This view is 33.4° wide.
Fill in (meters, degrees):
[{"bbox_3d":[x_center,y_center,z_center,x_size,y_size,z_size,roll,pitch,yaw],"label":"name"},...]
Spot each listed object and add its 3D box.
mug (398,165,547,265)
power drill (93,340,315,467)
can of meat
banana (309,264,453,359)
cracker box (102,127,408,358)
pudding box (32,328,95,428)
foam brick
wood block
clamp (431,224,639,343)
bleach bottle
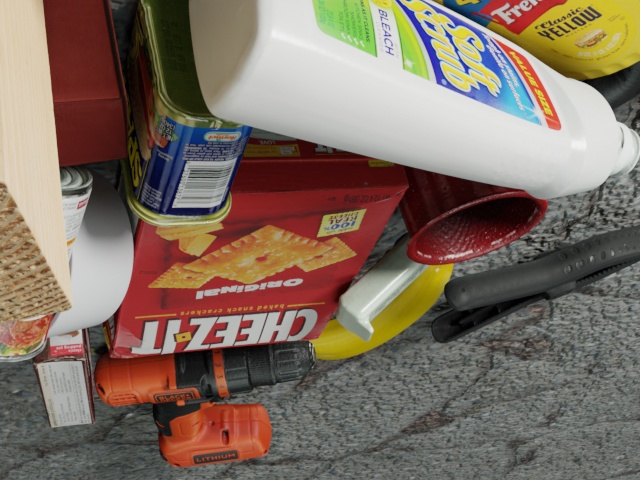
[{"bbox_3d":[0.097,-0.041,0.690,0.117,0.081,0.093,-1,152,-33],"label":"mug"},{"bbox_3d":[-0.090,0.138,0.943,0.184,0.057,0.187,-5,148,2],"label":"power drill"},{"bbox_3d":[-0.071,-0.072,0.556,0.057,0.102,0.084,-1,146,-22],"label":"can of meat"},{"bbox_3d":[0.048,0.057,0.889,0.198,0.037,0.069,-34,145,32],"label":"banana"},{"bbox_3d":[-0.055,0.001,0.715,0.164,0.072,0.214,-3,149,-19],"label":"cracker box"},{"bbox_3d":[-0.184,0.072,0.765,0.039,0.090,0.113,-7,149,-10],"label":"pudding box"},{"bbox_3d":[-0.128,-0.083,0.537,0.051,0.078,0.053,-8,150,-13],"label":"foam brick"},{"bbox_3d":[-0.158,-0.073,0.410,0.090,0.206,0.091,-12,150,-3],"label":"wood block"},{"bbox_3d":[0.186,0.033,0.891,0.210,0.036,0.165,-18,166,-10],"label":"clamp"},{"bbox_3d":[0.061,-0.079,0.541,0.250,0.102,0.068,12,138,-30],"label":"bleach bottle"}]
